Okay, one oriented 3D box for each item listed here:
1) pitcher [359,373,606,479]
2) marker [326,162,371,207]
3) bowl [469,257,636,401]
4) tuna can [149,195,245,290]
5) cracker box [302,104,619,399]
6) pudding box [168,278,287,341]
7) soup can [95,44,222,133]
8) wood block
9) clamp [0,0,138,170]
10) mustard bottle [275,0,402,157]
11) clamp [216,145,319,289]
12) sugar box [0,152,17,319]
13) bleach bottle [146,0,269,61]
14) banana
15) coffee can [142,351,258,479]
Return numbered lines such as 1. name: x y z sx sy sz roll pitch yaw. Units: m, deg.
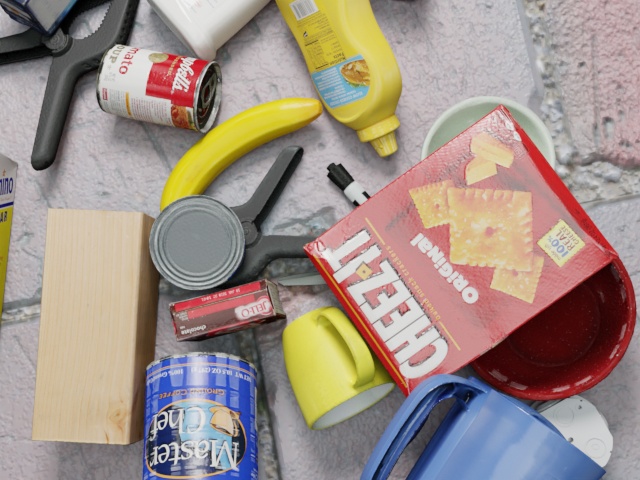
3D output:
1. pitcher: 0.103 0.236 0.870 0.149 0.145 0.243 35 86 26
2. marker: 0.049 -0.028 1.016 0.020 0.020 0.121 -42 83 -2
3. bowl: 0.204 0.066 0.966 0.162 0.055 0.162 -5 75 20
4. tuna can: -0.111 0.003 0.971 0.086 0.034 0.086 0 87 0
5. cracker box: 0.118 0.011 0.917 0.214 0.072 0.164 -36 82 5
6. pudding box: -0.081 0.064 0.966 0.090 0.113 0.039 -14 86 2
7. soup can: -0.152 -0.144 1.011 0.102 0.068 0.068 12 85 12
8. wood block: -0.203 0.079 0.985 0.091 0.090 0.206 2 85 4
9. clamp: -0.250 -0.178 1.038 0.210 0.036 0.165 -38 75 -4
10. mustard bottle: 0.026 -0.167 0.991 0.058 0.096 0.191 -31 102 -36
11. clamp: -0.057 0.001 1.006 0.171 0.039 0.120 -38 65 3
12. sugar box: -0.324 0.002 0.998 0.048 0.093 0.176 6 85 3
13. bleach bottle: -0.049 -0.287 1.029 0.251 0.068 0.102 -40 84 -4
14. banana: -0.087 -0.078 1.018 0.198 0.037 0.070 -44 74 -1
15. coffee can: -0.105 0.181 0.940 0.103 0.103 0.140 -4 63 3
